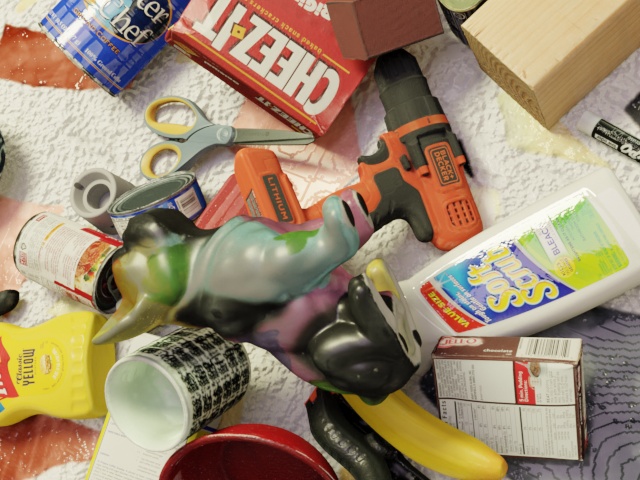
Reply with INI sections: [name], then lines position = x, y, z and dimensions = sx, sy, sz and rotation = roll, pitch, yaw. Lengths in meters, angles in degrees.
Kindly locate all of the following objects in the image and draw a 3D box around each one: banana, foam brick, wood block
[banana]
position = 0.059, 0.125, 0.829
dimensions = 0.037, 0.070, 0.198
rotation = -26, 62, -38
[foam brick]
position = 0.054, -0.187, 0.898
dimensions = 0.078, 0.053, 0.051
rotation = -22, 109, -17
[wood block]
position = 0.230, -0.204, 0.887
dimensions = 0.206, 0.090, 0.091
rotation = -42, 64, 4

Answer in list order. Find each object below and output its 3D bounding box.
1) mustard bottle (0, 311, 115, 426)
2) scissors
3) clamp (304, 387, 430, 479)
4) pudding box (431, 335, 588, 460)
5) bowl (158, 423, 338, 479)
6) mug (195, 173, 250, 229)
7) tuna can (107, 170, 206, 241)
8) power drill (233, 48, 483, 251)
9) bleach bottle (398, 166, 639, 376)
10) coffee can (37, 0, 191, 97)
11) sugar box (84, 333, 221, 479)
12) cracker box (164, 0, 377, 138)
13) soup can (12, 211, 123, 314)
[mustard bottle]
position = -0.287, 0.123, 0.990
dimensions = 0.192, 0.058, 0.096
rotation = -8, 77, 18
[scissors]
position = -0.099, -0.081, 0.989
dimensions = 0.202, 0.016, 0.096
rotation = 24, 90, 35
[clamp]
position = 0.051, 0.178, 0.845
dimensions = 0.039, 0.120, 0.172
rotation = -49, 44, 12
[pudding box]
position = 0.146, 0.121, 0.823
dimensions = 0.114, 0.039, 0.090
rotation = 0, 114, 21
[bowl]
position = -0.046, 0.200, 0.855
dimensions = 0.162, 0.162, 0.055
rotation = -5, 29, 18
[mug]
position = -0.056, 0.001, 0.931
dimensions = 0.117, 0.093, 0.081
rotation = 33, 82, 11
[tuna can]
position = -0.147, -0.030, 0.967
dimensions = 0.086, 0.086, 0.034
rotation = -17, 110, 14
[power drill]
position = 0.027, -0.062, 0.888
dimensions = 0.187, 0.057, 0.184
rotation = -17, 77, -15
[bleach bottle]
position = 0.144, 0.044, 0.859
dimensions = 0.251, 0.068, 0.102
rotation = -31, 76, 13
[coffee can]
position = -0.187, -0.224, 1.034
dimensions = 0.140, 0.102, 0.103
rotation = -45, 65, 2
[sugar box]
position = -0.144, 0.176, 0.931
dimensions = 0.093, 0.048, 0.176
rotation = 14, 76, 21
[cracker box]
position = -0.011, -0.222, 0.948
dimensions = 0.164, 0.072, 0.213
rotation = 34, 86, -10
[soup can]
position = -0.226, 0.020, 0.994
dimensions = 0.102, 0.068, 0.068
rotation = 21, 82, 24
